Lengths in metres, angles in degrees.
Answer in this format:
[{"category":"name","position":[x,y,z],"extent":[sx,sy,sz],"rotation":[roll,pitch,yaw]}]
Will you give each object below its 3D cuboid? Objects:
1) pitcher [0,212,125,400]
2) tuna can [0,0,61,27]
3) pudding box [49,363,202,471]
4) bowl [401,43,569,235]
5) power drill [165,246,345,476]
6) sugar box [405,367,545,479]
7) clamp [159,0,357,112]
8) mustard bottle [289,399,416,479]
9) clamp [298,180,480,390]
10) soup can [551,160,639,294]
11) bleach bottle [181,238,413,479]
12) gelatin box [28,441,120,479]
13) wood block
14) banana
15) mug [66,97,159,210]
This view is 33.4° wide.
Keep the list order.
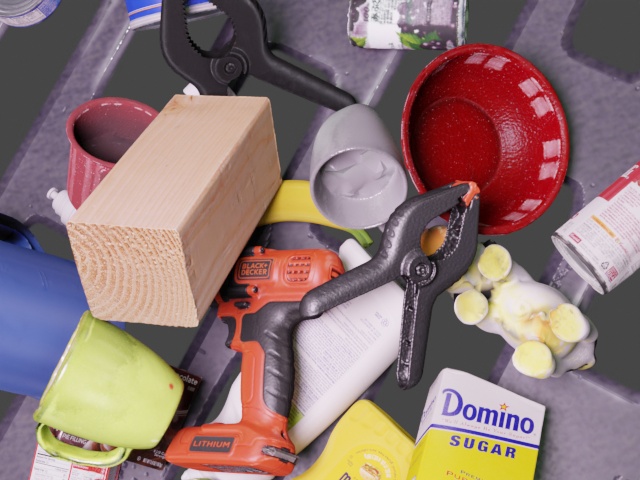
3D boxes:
[{"category":"pitcher","position":[-0.278,0.050,0.885],"extent":[0.149,0.242,0.145],"rotation":[21,84,21]},{"category":"tuna can","position":[-0.297,-0.256,1.056],"extent":[0.086,0.033,0.086],"rotation":[-2,79,10]},{"category":"pudding box","position":[-0.169,0.139,0.917],"extent":[0.039,0.113,0.090],"rotation":[17,82,50]},{"category":"bowl","position":[0.130,-0.083,0.909],"extent":[0.161,0.055,0.162],"rotation":[1,86,-22]},{"category":"power drill","position":[-0.073,0.095,0.882],"extent":[0.185,0.057,0.187],"rotation":[-4,69,34]},{"category":"sugar box","position":[0.115,0.190,0.831],"extent":[0.093,0.048,0.176],"rotation":[22,51,-2]},{"category":"clamp","position":[-0.086,-0.147,0.941],"extent":[0.164,0.036,0.210],"rotation":[-35,116,6]},{"category":"mustard bottle","position":[0.008,0.232,0.890],"extent":[0.096,0.058,0.191],"rotation":[42,89,8]},{"category":"clamp","position":[0.076,0.032,0.844],"extent":[0.171,0.039,0.120],"rotation":[-46,115,-6]},{"category":"soup can","position":[0.253,-0.012,0.887],"extent":[0.102,0.068,0.068],"rotation":[-40,75,2]},{"category":"bleach bottle","position":[-0.026,0.121,0.918],"extent":[0.251,0.068,0.103],"rotation":[-45,68,3]},{"category":"gelatin box","position":[-0.222,0.222,0.950],"extent":[0.073,0.030,0.089],"rotation":[9,81,14]},{"category":"wood block","position":[-0.108,-0.030,0.854],"extent":[0.091,0.206,0.090],"rotation":[3,124,17]},{"category":"banana","position":[-0.054,-0.017,0.961],"extent":[0.198,0.037,0.069],"rotation":[-7,76,9]},{"category":"mug","position":[-0.184,-0.060,0.950],"extent":[0.093,0.082,0.117],"rotation":[10,45,-9]}]
